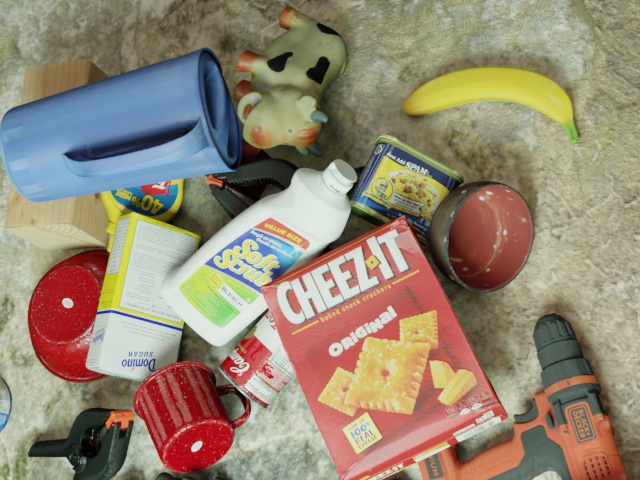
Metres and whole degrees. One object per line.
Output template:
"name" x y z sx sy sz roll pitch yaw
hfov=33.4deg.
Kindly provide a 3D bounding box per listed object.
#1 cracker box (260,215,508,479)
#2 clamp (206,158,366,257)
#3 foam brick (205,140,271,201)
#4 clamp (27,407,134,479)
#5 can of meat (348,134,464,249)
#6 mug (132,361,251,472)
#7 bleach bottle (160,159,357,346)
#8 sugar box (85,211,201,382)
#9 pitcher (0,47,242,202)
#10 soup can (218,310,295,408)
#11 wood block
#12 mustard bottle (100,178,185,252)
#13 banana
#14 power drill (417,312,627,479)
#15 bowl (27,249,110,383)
"cracker box" 0.058 0.106 1.023 0.164 0.072 0.214 -27 66 5
"clamp" -0.018 -0.043 1.161 0.210 0.036 0.164 23 78 5
"foam brick" -0.100 -0.089 1.223 0.078 0.051 0.053 28 85 26
"clamp" -0.252 0.244 1.151 0.172 0.039 0.120 -39 71 36
"can of meat" 0.087 -0.049 1.121 0.102 0.057 0.084 28 80 -4
"mug" -0.129 0.185 1.117 0.117 0.093 0.081 -12 43 -21
"bleach bottle" -0.057 0.001 1.102 0.102 0.068 0.251 45 121 0
"sugar box" -0.195 0.066 1.183 0.048 0.093 0.176 -8 67 55
"pitcher" -0.215 -0.112 1.138 0.243 0.149 0.145 -12 71 11
"soup can" -0.049 0.118 1.127 0.069 0.068 0.102 41 89 26
"wood block" -0.304 -0.101 1.280 0.090 0.090 0.206 -4 71 18
"mustard bottle" -0.202 -0.072 1.240 0.096 0.058 0.191 23 88 -11
"banana" 0.187 -0.155 1.148 0.198 0.037 0.069 12 76 23
"power drill" 0.182 0.177 1.030 0.188 0.057 0.184 -21 61 14
"bowl" -0.280 0.080 1.231 0.162 0.055 0.162 -6 71 18
